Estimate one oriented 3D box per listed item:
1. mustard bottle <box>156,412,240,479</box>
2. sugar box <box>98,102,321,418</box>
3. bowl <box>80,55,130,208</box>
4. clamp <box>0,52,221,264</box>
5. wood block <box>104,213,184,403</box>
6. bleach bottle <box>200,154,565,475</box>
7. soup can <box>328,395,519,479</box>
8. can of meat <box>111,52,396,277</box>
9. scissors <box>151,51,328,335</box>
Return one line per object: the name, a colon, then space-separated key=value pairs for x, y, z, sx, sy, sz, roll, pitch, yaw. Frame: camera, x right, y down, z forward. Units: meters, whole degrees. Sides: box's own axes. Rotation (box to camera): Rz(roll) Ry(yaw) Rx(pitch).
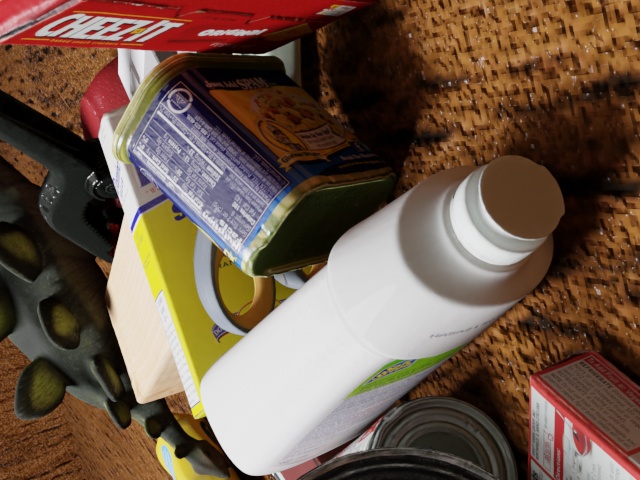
mustard bottle: x=-0.104 y=0.212 z=0.955 sx=0.192 sy=0.058 sz=0.096 roll=43 pitch=158 yaw=55
sugar box: x=-0.054 y=0.001 z=0.601 sx=0.176 sy=0.093 sz=0.048 roll=70 pitch=160 yaw=8
bowl: x=-0.153 y=-0.077 z=0.857 sx=0.162 sy=0.055 sz=0.162 roll=53 pitch=152 yaw=43
clamp: x=-0.146 y=-0.049 z=0.682 sx=0.210 sy=0.164 sz=0.036 roll=110 pitch=149 yaw=-53
wood block: x=-0.085 y=0.040 z=0.722 sx=0.206 sy=0.090 sz=0.091 roll=129 pitch=122 yaw=-67
bleach bottle: x=0.027 y=0.031 z=0.432 sx=0.068 sy=0.102 sz=0.251 roll=61 pitch=152 yaw=11
soup can: x=0.039 y=0.114 z=0.482 sx=0.068 sy=0.068 sz=0.102 roll=67 pitch=159 yaw=16
can of meat: x=-0.024 y=-0.033 z=0.463 sx=0.084 sy=0.101 sz=0.057 roll=43 pitch=116 yaw=18
scissors: x=-0.061 y=-0.034 z=0.521 sx=0.016 sy=0.096 sz=0.201 roll=-4 pitch=137 yaw=44
